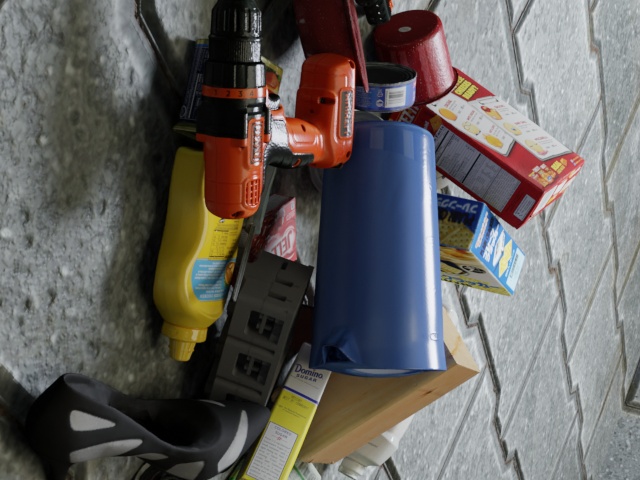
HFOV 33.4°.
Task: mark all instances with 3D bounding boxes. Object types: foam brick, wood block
[{"bbox_3d":[-0.009,0.102,1.202,0.078,0.051,0.053,27,76,-62],"label":"foam brick"},{"bbox_3d":[0.060,0.159,1.189,0.206,0.090,0.090,-34,155,15],"label":"wood block"}]

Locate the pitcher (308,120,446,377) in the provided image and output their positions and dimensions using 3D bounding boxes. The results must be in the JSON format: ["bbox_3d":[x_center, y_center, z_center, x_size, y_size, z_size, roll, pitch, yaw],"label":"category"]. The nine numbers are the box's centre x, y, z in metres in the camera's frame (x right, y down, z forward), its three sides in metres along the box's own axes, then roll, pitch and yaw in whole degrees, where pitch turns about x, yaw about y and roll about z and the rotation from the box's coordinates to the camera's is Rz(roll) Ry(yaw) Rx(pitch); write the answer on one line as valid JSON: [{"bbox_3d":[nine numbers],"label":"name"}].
[{"bbox_3d":[0.062,0.013,1.050,0.149,0.145,0.243,139,-47,-79],"label":"pitcher"}]

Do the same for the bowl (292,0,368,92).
[{"bbox_3d":[0.006,-0.219,1.043,0.162,0.055,0.162,-11,90,-85],"label":"bowl"}]

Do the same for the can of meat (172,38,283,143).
[{"bbox_3d":[-0.080,-0.127,0.962,0.102,0.058,0.084,18,83,-62],"label":"can of meat"}]

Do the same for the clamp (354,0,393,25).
[{"bbox_3d":[0.048,-0.295,1.115,0.210,0.036,0.164,31,50,-78],"label":"clamp"}]

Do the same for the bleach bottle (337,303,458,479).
[{"bbox_3d":[0.084,0.188,1.386,0.250,0.103,0.068,-62,156,-14],"label":"bleach bottle"}]

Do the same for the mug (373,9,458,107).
[{"bbox_3d":[0.108,-0.223,1.255,0.117,0.093,0.081,-93,167,-49],"label":"mug"}]

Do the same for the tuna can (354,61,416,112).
[{"bbox_3d":[0.063,-0.170,1.181,0.086,0.086,0.034,-36,134,-52],"label":"tuna can"}]

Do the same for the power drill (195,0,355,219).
[{"bbox_3d":[-0.037,-0.121,0.923,0.187,0.057,0.184,-19,118,-56],"label":"power drill"}]

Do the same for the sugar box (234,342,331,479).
[{"bbox_3d":[-0.040,0.196,1.065,0.176,0.048,0.093,-61,177,-42],"label":"sugar box"}]

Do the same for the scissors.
[{"bbox_3d":[-0.057,-0.036,0.992,0.201,0.016,0.096,-81,-175,-60],"label":"scissors"}]

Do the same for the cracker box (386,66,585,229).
[{"bbox_3d":[0.205,-0.118,1.333,0.163,0.214,0.072,-31,155,-54],"label":"cracker box"}]

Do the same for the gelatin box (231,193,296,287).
[{"bbox_3d":[-0.057,0.001,1.089,0.089,0.030,0.073,-36,133,-51],"label":"gelatin box"}]

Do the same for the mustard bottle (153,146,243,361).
[{"bbox_3d":[-0.110,0.014,0.963,0.096,0.058,0.192,-1,102,-69],"label":"mustard bottle"}]
